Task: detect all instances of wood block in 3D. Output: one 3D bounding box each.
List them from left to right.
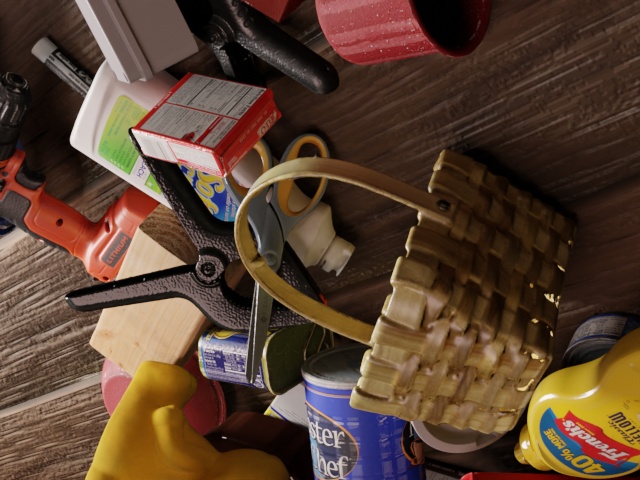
[{"bbox_3d":[-0.135,0.045,0.998,0.090,0.090,0.206,36,139,2],"label":"wood block"}]

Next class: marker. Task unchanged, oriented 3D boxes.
[{"bbox_3d":[-0.203,-0.132,0.940,0.121,0.020,0.020,42,139,-5],"label":"marker"}]

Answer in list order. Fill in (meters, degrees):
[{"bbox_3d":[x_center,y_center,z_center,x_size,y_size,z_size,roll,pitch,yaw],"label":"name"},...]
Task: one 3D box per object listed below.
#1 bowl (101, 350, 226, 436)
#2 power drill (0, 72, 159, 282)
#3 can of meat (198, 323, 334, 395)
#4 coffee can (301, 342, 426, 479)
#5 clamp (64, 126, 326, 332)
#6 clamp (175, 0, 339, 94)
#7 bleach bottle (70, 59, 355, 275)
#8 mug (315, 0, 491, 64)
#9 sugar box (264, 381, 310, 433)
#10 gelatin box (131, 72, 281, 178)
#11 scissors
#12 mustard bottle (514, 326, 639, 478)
[{"bbox_3d":[-0.182,0.169,1.151,0.162,0.055,0.162,17,125,26],"label":"bowl"},{"bbox_3d":[-0.243,-0.050,0.961,0.187,0.057,0.185,26,129,-20],"label":"power drill"},{"bbox_3d":[-0.050,0.096,0.976,0.084,0.101,0.057,4,109,36],"label":"can of meat"},{"bbox_3d":[0.041,0.173,0.946,0.103,0.102,0.140,3,105,33],"label":"coffee can"},{"bbox_3d":[-0.090,0.008,0.864,0.210,0.036,0.165,17,107,-1],"label":"clamp"},{"bbox_3d":[-0.069,-0.156,0.811,0.171,0.039,0.120,48,143,-3],"label":"clamp"},{"bbox_3d":[-0.080,-0.055,0.890,0.251,0.068,0.103,33,125,-1],"label":"bleach bottle"},{"bbox_3d":[0.059,-0.155,0.695,0.082,0.093,0.117,-3,162,42],"label":"mug"},{"bbox_3d":[-0.013,0.192,1.081,0.093,0.048,0.176,36,135,3],"label":"sugar box"},{"bbox_3d":[-0.086,-0.089,0.809,0.089,0.073,0.030,17,145,34],"label":"gelatin box"},{"bbox_3d":[-0.055,0.001,0.833,0.096,0.201,0.016,25,170,-8],"label":"scissors"},{"bbox_3d":[0.214,0.133,0.804,0.096,0.058,0.192,39,139,-9],"label":"mustard bottle"}]
